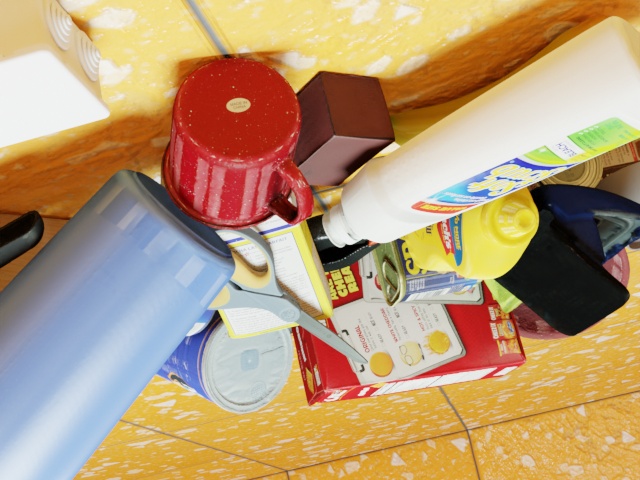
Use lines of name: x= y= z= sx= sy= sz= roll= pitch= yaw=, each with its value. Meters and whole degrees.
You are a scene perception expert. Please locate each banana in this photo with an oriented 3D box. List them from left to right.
banana: x=0.128 y=-0.105 z=0.779 sx=0.198 sy=0.037 sz=0.069 roll=-22 pitch=159 yaw=27

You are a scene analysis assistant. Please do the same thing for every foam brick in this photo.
foam brick: x=0.007 y=-0.078 z=0.760 sx=0.052 sy=0.051 sz=0.078 roll=2 pitch=157 yaw=-33

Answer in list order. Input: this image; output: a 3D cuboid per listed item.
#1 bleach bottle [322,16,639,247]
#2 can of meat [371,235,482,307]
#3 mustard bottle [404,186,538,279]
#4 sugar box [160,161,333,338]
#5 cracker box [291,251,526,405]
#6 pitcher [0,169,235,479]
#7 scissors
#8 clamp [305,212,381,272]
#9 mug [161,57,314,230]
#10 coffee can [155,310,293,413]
bleach bottle: x=0.113 y=-0.059 z=0.736 sx=0.251 sy=0.068 sz=0.102 roll=-28 pitch=159 yaw=28
can of meat: x=0.095 y=0.003 z=0.982 sx=0.083 sy=0.102 sz=0.057 roll=-9 pitch=162 yaw=-15
mustard bottle: x=0.121 y=-0.019 z=0.838 sx=0.058 sy=0.096 sz=0.192 roll=3 pitch=-178 yaw=-14
sugar box: x=-0.055 y=0.001 z=0.853 sx=0.093 sy=0.048 sz=0.176 roll=-14 pitch=131 yaw=6
cracker box: x=0.077 y=0.065 z=1.055 sx=0.213 sy=0.164 sz=0.072 roll=-6 pitch=159 yaw=-19
pitcher: x=-0.175 y=0.069 z=0.757 sx=0.243 sy=0.149 sz=0.144 roll=-48 pitch=142 yaw=4
scissors: x=-0.047 y=0.058 z=0.862 sx=0.096 sy=0.016 sz=0.201 roll=-22 pitch=130 yaw=16
clamp: x=-0.024 y=0.017 z=0.945 sx=0.171 sy=0.039 sz=0.120 roll=-12 pitch=160 yaw=4
mug: x=-0.049 y=-0.057 z=0.698 sx=0.093 sy=0.117 sz=0.081 roll=-38 pitch=166 yaw=-22
coffee can: x=-0.109 y=0.103 z=1.061 sx=0.102 sy=0.103 sz=0.141 roll=3 pitch=-174 yaw=-39
